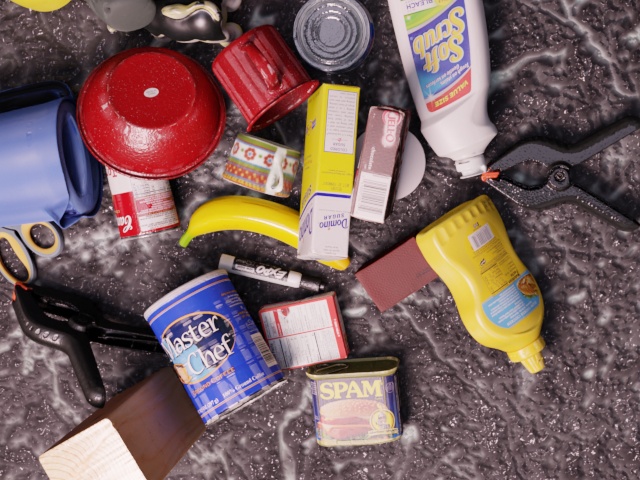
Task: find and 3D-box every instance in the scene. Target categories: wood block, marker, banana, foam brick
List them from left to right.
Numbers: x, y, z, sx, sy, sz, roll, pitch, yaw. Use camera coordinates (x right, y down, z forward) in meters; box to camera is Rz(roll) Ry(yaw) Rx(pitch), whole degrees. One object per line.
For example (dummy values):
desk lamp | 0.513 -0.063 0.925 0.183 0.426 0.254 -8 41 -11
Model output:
wood block | -0.206 0.217 1.151 0.091 0.206 0.090 -30 92 12
banana | -0.061 -0.014 1.185 0.198 0.037 0.070 9 129 11
marker | -0.054 0.038 1.193 0.121 0.020 0.020 13 100 3
foam brick | 0.086 0.033 1.157 0.078 0.051 0.053 -33 93 12

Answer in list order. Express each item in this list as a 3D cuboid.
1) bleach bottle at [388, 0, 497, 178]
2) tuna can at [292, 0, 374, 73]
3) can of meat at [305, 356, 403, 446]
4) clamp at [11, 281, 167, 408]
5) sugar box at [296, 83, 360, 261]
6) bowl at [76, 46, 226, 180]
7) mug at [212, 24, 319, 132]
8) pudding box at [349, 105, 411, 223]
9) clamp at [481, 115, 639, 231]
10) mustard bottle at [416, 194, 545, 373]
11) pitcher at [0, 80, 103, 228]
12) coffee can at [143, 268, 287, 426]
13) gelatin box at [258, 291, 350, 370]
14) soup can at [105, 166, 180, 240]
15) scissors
bleach bottle | 0.137 -0.191 1.107 0.103 0.068 0.251 -14 94 16
tuna can | 0.014 -0.222 1.142 0.086 0.033 0.086 1 98 9
can of meat | 0.040 0.178 1.183 0.102 0.057 0.084 -5 100 10
clamp | -0.259 0.103 1.201 0.210 0.164 0.036 31 118 26
sugar box | 0.006 -0.068 1.115 0.048 0.093 0.176 7 85 -10
bowl | -0.179 -0.147 1.135 0.162 0.055 0.162 3 70 -7
mug | -0.062 -0.175 1.123 0.093 0.117 0.081 -34 86 0
pudding box | 0.062 -0.079 1.072 0.039 0.090 0.113 14 100 8
clamp | 0.258 -0.079 1.120 0.171 0.039 0.120 9 98 8
mustard bottle | 0.184 0.054 1.128 0.058 0.096 0.191 -26 95 56
pitcher | -0.371 -0.082 1.175 0.243 0.149 0.145 -9 108 8
coffee can | -0.114 0.116 1.164 0.103 0.102 0.140 -32 82 12
gelatin box | -0.018 0.102 1.195 0.089 0.030 0.073 -12 97 11
soup can | -0.198 -0.056 1.182 0.068 0.068 0.102 -10 95 10
scissors | -0.367 -0.045 1.238 0.096 0.016 0.202 -22 94 10
